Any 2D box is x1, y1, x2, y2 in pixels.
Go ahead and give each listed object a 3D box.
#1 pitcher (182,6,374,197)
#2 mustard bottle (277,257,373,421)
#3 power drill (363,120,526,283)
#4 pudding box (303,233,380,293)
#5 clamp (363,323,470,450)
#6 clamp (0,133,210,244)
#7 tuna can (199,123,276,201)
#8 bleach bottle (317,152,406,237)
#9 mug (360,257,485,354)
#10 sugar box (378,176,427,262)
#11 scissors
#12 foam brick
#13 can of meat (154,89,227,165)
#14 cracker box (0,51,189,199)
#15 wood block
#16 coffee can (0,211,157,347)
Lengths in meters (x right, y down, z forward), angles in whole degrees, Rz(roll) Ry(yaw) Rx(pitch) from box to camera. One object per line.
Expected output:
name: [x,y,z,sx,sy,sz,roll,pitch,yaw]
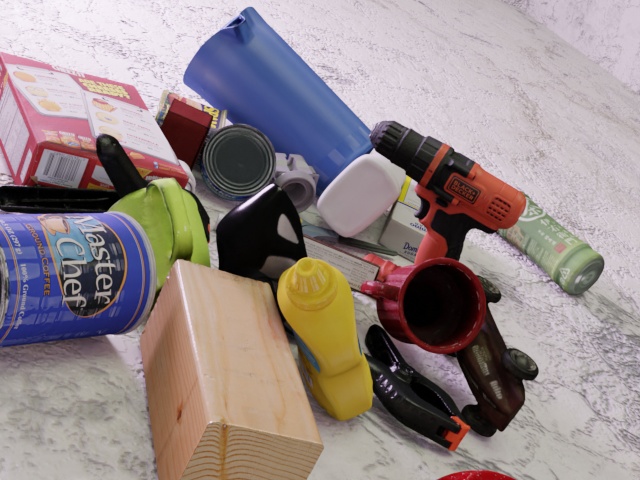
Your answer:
pitcher: [-0.050,-0.169,1.374,0.243,0.145,0.149,44,20,3]
mustard bottle: [0.002,0.071,0.884,0.058,0.191,0.096,-22,57,-5]
power drill: [0.105,-0.019,1.168,0.184,0.188,0.057,32,25,7]
pudding box: [-0.002,0.021,1.118,0.113,0.039,0.090,20,-5,-12]
clamp: [0.063,0.131,0.997,0.120,0.039,0.172,1,29,-43]
clamp: [-0.191,-0.035,1.016,0.209,0.165,0.036,28,54,-51]
tuna can: [-0.096,-0.089,1.233,0.086,0.086,0.034,22,-16,-10]
bleach bottle: [0.070,-0.075,1.343,0.068,0.103,0.250,47,19,0]
mug: [0.095,0.062,1.062,0.117,0.093,0.082,14,-6,-17]
sugar box: [0.134,-0.023,1.391,0.093,0.048,0.176,28,27,1]
scissors: [0.005,0.002,1.236,0.201,0.016,0.096,21,25,-13]
foam brick: [-0.162,-0.113,1.222,0.051,0.078,0.053,22,21,-10]
can of meat: [-0.163,-0.136,1.297,0.084,0.057,0.102,19,24,-10]
cracker box: [-0.252,-0.108,1.124,0.163,0.072,0.214,11,27,-34]
wood block: [-0.076,0.114,0.820,0.090,0.091,0.206,17,25,-23]
coffee can: [-0.214,0.029,0.834,0.140,0.103,0.103,-3,37,-49]
